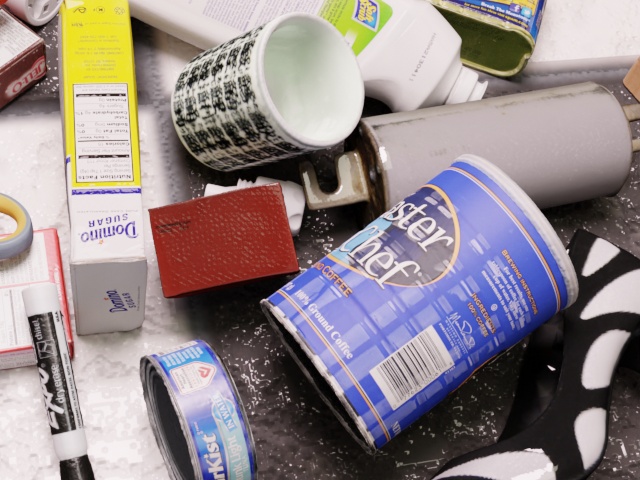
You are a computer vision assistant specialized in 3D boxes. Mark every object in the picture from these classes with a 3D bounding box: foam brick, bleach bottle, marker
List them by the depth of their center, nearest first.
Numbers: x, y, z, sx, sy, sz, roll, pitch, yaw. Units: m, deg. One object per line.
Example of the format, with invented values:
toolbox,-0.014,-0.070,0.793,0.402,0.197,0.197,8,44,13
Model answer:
marker,-0.138,0.083,0.567,0.020,0.020,0.121,-12,85,-16
foam brick,-0.054,0.001,0.612,0.078,0.051,0.053,-11,87,0
bleach bottle,-0.011,-0.142,0.706,0.251,0.068,0.102,27,97,-2

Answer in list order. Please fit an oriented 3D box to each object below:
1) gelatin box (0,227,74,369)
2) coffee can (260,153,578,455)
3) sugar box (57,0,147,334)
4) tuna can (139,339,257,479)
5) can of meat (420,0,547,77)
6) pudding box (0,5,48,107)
gelatin box,-0.188,0.036,0.600,0.089,0.030,0.073,-8,64,-14
coffee can,0.053,0.034,0.583,0.140,0.103,0.103,-36,72,-9
sugar box,-0.126,-0.044,0.619,0.048,0.093,0.176,-5,63,-13
tuna can,-0.064,0.096,0.556,0.033,0.086,0.086,-17,66,-21
can of meat,0.110,-0.173,0.755,0.102,0.057,0.084,19,62,1
pudding box,-0.242,-0.111,0.667,0.090,0.039,0.113,38,60,13
